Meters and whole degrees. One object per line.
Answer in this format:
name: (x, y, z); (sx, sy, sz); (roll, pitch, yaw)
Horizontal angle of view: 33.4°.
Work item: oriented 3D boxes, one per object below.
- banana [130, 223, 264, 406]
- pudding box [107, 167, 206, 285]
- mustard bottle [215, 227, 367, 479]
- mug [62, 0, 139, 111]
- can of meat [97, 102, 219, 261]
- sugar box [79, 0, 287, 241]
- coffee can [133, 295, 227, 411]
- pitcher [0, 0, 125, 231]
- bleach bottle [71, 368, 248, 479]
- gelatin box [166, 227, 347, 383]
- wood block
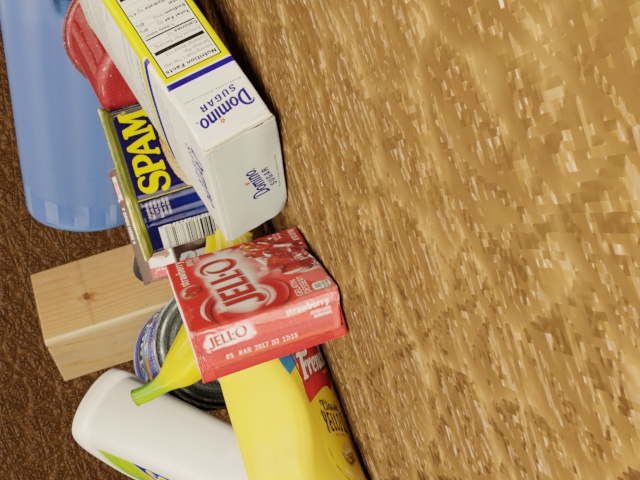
banana: (-0.069, 0.013, 0.684); (0.037, 0.070, 0.197); (74, -157, -56)
pudding box: (-0.100, -0.025, 0.788); (0.113, 0.039, 0.090); (-30, -75, -59)
mustard bottle: (-0.024, 0.078, 0.601); (0.096, 0.058, 0.192); (27, -139, -66)
mug: (-0.120, -0.116, 0.728); (0.081, 0.093, 0.117); (-124, 29, -47)
can of meat: (-0.085, -0.047, 0.669); (0.057, 0.084, 0.102); (85, 165, -55)
sugar box: (-0.079, -0.094, 0.573); (0.176, 0.048, 0.093); (53, 166, 24)
coffee can: (-0.098, 0.092, 0.893); (0.140, 0.102, 0.103); (146, 106, -71)
pitcher: (-0.207, -0.140, 0.932); (0.145, 0.149, 0.243); (21, 122, 31)
bleach bottle: (-0.068, 0.156, 0.737); (0.251, 0.068, 0.102); (8, 152, 49)
gelatin box: (-0.034, 0.029, 0.532); (0.089, 0.073, 0.030); (-125, 20, -65)
wood block: (-0.188, 0.061, 1.130); (0.090, 0.206, 0.091); (85, 165, -56)
